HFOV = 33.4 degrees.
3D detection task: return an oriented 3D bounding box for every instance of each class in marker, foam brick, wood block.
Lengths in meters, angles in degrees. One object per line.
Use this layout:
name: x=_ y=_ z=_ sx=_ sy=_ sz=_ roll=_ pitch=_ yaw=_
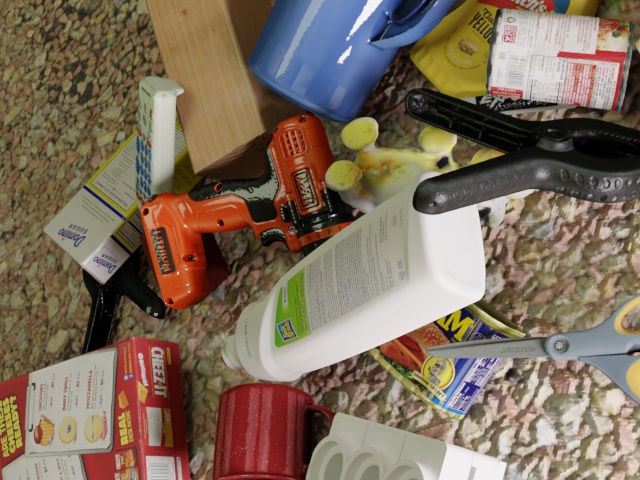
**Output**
marker: x=0.142 y=-0.108 z=0.848 sx=0.121 sy=0.020 sz=0.020 roll=-6 pitch=64 yaw=2
foam brick: x=-0.133 y=0.015 z=1.045 sx=0.051 sy=0.052 sz=0.078 roll=-43 pitch=49 yaw=18
wood block: x=-0.089 y=-0.167 z=1.025 sx=0.090 sy=0.090 sz=0.206 roll=-27 pitch=71 yaw=30

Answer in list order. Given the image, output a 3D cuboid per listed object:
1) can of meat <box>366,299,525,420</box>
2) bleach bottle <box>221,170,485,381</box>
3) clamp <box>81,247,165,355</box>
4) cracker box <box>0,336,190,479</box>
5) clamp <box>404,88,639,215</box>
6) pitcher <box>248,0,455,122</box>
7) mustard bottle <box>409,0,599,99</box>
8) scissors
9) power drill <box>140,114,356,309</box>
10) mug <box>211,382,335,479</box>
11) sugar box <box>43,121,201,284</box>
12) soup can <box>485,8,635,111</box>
can of meat: x=0.093 y=0.077 z=0.828 sx=0.102 sy=0.057 sz=0.084 roll=40 pitch=101 yaw=42
bleach bottle: x=0.011 y=0.043 z=0.837 sx=0.251 sy=0.068 sz=0.102 roll=-29 pitch=51 yaw=39
clamp: x=-0.207 y=0.041 z=1.104 sx=0.120 sy=0.039 sz=0.171 roll=-27 pitch=56 yaw=27
cracker box: x=-0.224 y=0.198 z=1.022 sx=0.214 sy=0.072 sz=0.164 roll=-21 pitch=68 yaw=33
clamp: x=0.158 y=-0.067 z=0.773 sx=0.164 sy=0.210 sz=0.036 roll=-98 pitch=10 yaw=-56
pitcher: x=0.044 y=-0.223 z=0.909 sx=0.243 sy=0.145 sz=0.149 roll=-60 pitch=2 yaw=13
mustard bottle: x=0.169 y=-0.190 z=0.874 sx=0.192 sy=0.058 sz=0.096 roll=-46 pitch=59 yaw=15
scissors: x=0.180 y=0.090 z=0.742 sx=0.202 sy=0.016 sz=0.096 roll=-19 pitch=68 yaw=15
power drill: x=-0.056 y=0.001 z=0.939 sx=0.188 sy=0.057 sz=0.184 roll=-18 pitch=83 yaw=20
mug: x=-0.036 y=0.166 z=0.878 sx=0.117 sy=0.093 sz=0.081 roll=-13 pitch=59 yaw=27
sugar box: x=-0.196 y=-0.047 z=1.100 sx=0.176 sy=0.048 sz=0.093 roll=-50 pitch=46 yaw=-6
soup can: x=0.180 y=-0.137 z=0.809 sx=0.102 sy=0.068 sz=0.068 roll=9 pitch=76 yaw=11
